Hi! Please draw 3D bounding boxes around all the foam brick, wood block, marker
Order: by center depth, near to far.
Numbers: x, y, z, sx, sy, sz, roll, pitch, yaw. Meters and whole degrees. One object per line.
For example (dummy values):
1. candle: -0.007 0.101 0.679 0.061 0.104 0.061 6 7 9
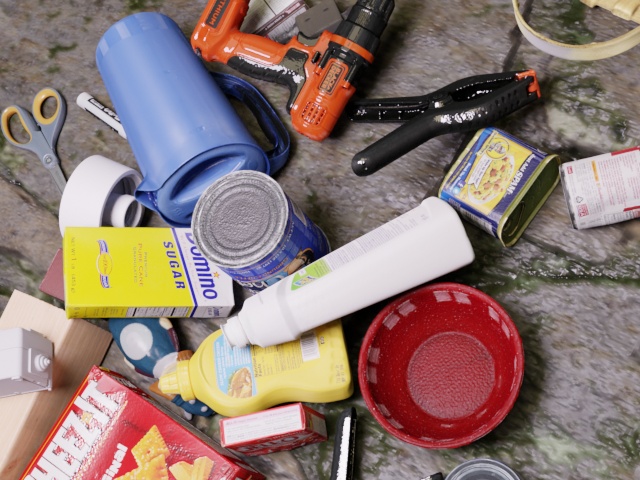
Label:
1. wood block: -0.321 0.171 1.158 0.091 0.090 0.206 19 79 25
2. foam brick: -0.265 0.050 1.189 0.051 0.078 0.053 21 79 23
3. marker: -0.249 -0.143 1.287 0.121 0.020 0.020 35 85 27

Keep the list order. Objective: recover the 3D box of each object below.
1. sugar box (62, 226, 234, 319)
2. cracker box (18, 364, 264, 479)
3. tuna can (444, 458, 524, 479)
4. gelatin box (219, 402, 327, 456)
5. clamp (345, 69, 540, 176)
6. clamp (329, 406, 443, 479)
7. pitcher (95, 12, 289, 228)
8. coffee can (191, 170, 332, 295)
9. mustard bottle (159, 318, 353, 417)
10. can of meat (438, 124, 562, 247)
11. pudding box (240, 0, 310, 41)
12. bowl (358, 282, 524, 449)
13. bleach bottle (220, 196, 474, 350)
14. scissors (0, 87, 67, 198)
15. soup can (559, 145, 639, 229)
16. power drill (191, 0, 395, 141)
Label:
1. sugar box: -0.183 0.034 1.135 0.176 0.048 0.093 -1 67 -14
2. cracker box: -0.190 0.251 1.091 0.214 0.072 0.164 29 82 27
3. tuna can: 0.153 0.246 0.990 0.086 0.033 0.086 -7 69 17
4. gelatin box: -0.046 0.190 1.061 0.089 0.073 0.030 -15 67 14
5. clamp: 0.121 -0.127 1.096 0.210 0.036 0.164 -13 29 13
6. clamp: 0.023 0.250 1.033 0.171 0.039 0.120 -46 61 -1
7. pitcher: -0.154 -0.144 1.202 0.145 0.149 0.243 -41 58 18
8. coffee can: -0.057 0.001 1.096 0.103 0.140 0.103 -7 69 17
9. mustard bottle: -0.067 0.128 1.076 0.191 0.058 0.096 -11 57 2
10. can of meat: 0.180 -0.058 1.079 0.084 0.057 0.102 33 84 29
11. pudding box: -0.077 -0.286 1.267 0.090 0.039 0.113 -37 61 5
12. bowl: 0.121 0.125 1.034 0.162 0.055 0.162 -7 69 18
13. bleach bottle: 0.021 0.040 1.049 0.251 0.102 0.068 -25 101 -2
14. scissors: -0.320 -0.114 1.304 0.096 0.016 0.202 -48 63 -2
15. soup can: 0.289 -0.053 1.032 0.102 0.068 0.068 -13 67 16
16. power drill: -0.032 -0.225 1.162 0.188 0.057 0.184 28 90 10
